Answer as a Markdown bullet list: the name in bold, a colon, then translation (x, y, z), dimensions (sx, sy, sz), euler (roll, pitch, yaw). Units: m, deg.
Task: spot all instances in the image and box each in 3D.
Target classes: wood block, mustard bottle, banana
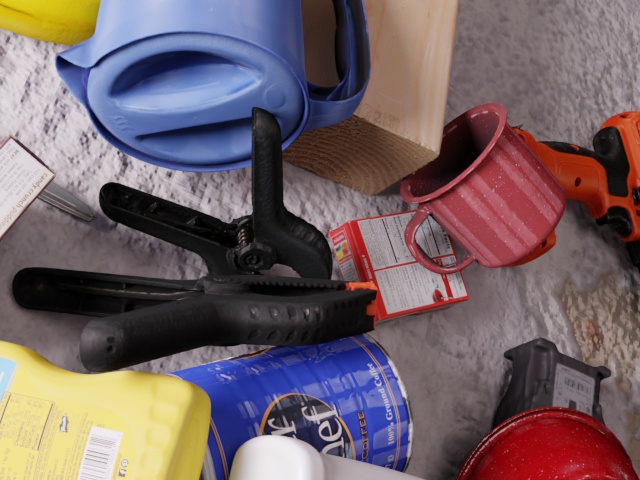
- **wood block**: translation (0.038, -0.151, 0.773), dimensions (0.090, 0.091, 0.206), euler (22, 63, -24)
- **mustard bottle**: translation (-0.157, 0.102, 0.540), dimensions (0.192, 0.058, 0.096), euler (10, 78, 14)
- **banana**: translation (-0.206, -0.163, 0.668), dimensions (0.197, 0.037, 0.069), euler (15, 37, -29)

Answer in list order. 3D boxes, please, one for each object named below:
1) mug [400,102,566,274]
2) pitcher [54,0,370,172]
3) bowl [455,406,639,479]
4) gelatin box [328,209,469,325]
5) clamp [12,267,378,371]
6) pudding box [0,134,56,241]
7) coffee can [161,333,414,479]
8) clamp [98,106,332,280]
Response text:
- **mug**: translation (0.109, -0.026, 0.744), dimensions (0.081, 0.093, 0.117), euler (44, 83, -20)
- **pitcher**: translation (-0.063, -0.173, 0.684), dimensions (0.149, 0.145, 0.243), euler (38, 42, -46)
- **bowl**: translation (0.165, 0.196, 0.715), dimensions (0.161, 0.055, 0.162), euler (-1, 93, -23)
- **gelatin box**: translation (0.057, 0.018, 0.760), dimensions (0.089, 0.030, 0.073), euler (-10, 78, -35)
- **clamp**: translation (-0.057, 0.041, 0.593), dimensions (0.209, 0.165, 0.036), euler (2, 99, -21)
- **pudding box**: translation (-0.200, 0.004, 0.576), dimensions (0.039, 0.090, 0.113), euler (39, 58, -14)
- **coffee can**: translation (-0.031, 0.115, 0.629), dimensions (0.140, 0.103, 0.103), euler (-11, 79, -33)
- **clamp**: translation (-0.054, 0.001, 0.665), dimensions (0.039, 0.120, 0.171), euler (-85, 155, -48)
